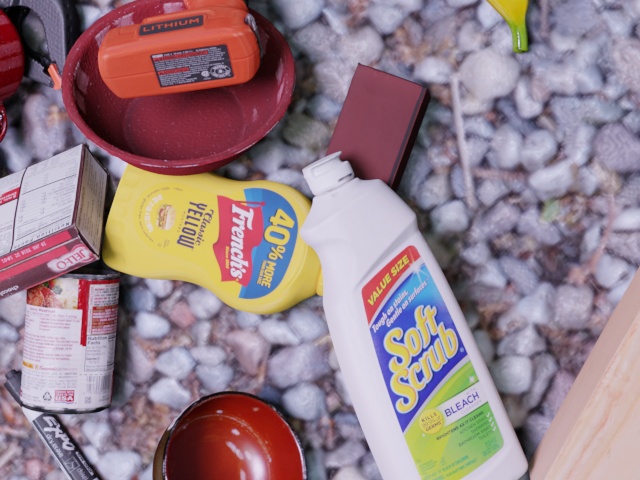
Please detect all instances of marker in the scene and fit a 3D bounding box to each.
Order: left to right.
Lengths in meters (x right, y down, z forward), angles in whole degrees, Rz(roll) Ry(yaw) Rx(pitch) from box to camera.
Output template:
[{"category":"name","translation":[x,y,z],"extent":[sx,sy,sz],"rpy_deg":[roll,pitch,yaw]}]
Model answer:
[{"category":"marker","translation":[-0.205,0.150,0.821],"extent":[0.020,0.020,0.121],"rpy_deg":[-37,85,9]}]

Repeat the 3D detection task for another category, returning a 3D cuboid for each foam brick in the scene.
[{"category":"foam brick","translation":[0.040,-0.078,0.755],"extent":[0.051,0.053,0.078],"rpy_deg":[20,94,9]}]

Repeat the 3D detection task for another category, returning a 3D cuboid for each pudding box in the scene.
[{"category":"pudding box","translation":[-0.203,-0.014,0.772],"extent":[0.090,0.113,0.039],"rpy_deg":[-21,128,9]}]

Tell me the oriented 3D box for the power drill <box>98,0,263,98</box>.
[{"category":"power drill","translation":[-0.114,-0.190,0.738],"extent":[0.184,0.057,0.187],"rpy_deg":[-8,62,4]}]

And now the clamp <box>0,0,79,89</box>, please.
[{"category":"clamp","translation":[-0.230,-0.194,0.804],"extent":[0.171,0.039,0.120],"rpy_deg":[47,114,0]}]

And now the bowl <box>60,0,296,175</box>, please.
[{"category":"bowl","translation":[-0.098,-0.100,0.756],"extent":[0.162,0.055,0.162],"rpy_deg":[1,56,-1]}]

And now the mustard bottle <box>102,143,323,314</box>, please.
[{"category":"mustard bottle","translation":[-0.055,0.001,0.771],"extent":[0.192,0.058,0.096],"rpy_deg":[17,88,9]}]

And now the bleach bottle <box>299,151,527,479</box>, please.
[{"category":"bleach bottle","translation":[0.047,0.063,0.720],"extent":[0.102,0.068,0.251],"rpy_deg":[-28,98,-16]}]

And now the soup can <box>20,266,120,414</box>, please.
[{"category":"soup can","translation":[-0.185,0.072,0.791],"extent":[0.068,0.068,0.102],"rpy_deg":[5,93,10]}]
